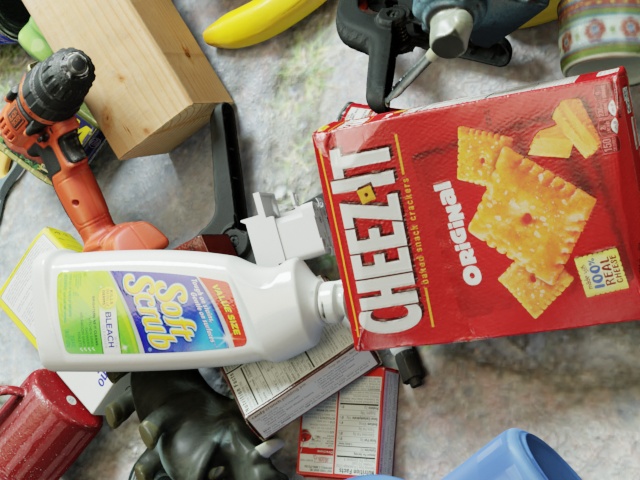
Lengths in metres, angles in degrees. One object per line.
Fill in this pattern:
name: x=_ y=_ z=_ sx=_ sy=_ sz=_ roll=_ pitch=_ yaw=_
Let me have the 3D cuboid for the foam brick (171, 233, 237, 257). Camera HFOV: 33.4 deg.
foam brick: x=-0.092 y=0.039 z=0.878 sx=0.053 sy=0.051 sz=0.078 roll=-26 pitch=80 yaw=19

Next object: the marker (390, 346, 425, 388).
marker: x=0.054 y=0.060 z=0.841 sx=0.020 sy=0.020 sz=0.121 roll=-32 pitch=64 yaw=22

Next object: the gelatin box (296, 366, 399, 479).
gelatin box: x=0.022 y=0.143 z=0.836 sx=0.073 sy=0.030 sz=0.089 roll=-3 pitch=77 yaw=30

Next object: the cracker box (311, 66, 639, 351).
cracker box: x=0.115 y=-0.018 z=0.737 sx=0.214 sy=0.072 sz=0.164 roll=-9 pitch=99 yaw=19

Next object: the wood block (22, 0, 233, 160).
wood block: x=-0.180 y=-0.185 z=0.958 sx=0.090 sy=0.090 sz=0.206 roll=-33 pitch=86 yaw=21

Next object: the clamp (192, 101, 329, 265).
clamp: x=-0.056 y=0.001 z=0.912 sx=0.165 sy=0.036 sz=0.210 roll=22 pitch=94 yaw=27

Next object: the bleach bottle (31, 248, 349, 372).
bleach bottle: x=-0.097 y=0.047 z=0.818 sx=0.251 sy=0.068 sz=0.102 roll=-6 pitch=88 yaw=20

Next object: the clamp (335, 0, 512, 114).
clamp: x=0.072 y=-0.167 z=0.851 sx=0.120 sy=0.039 sz=0.171 roll=-13 pitch=46 yaw=-9

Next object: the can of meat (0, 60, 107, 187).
can of meat: x=-0.258 y=-0.108 z=1.032 sx=0.102 sy=0.057 sz=0.084 roll=37 pitch=106 yaw=-9

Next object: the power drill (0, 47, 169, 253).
power drill: x=-0.203 y=-0.063 z=0.921 sx=0.185 sy=0.057 sz=0.187 roll=-19 pitch=98 yaw=61

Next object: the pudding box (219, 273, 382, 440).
pudding box: x=-0.021 y=0.089 z=0.836 sx=0.113 sy=0.039 sz=0.090 roll=-35 pitch=42 yaw=1

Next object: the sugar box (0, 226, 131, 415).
sugar box: x=-0.224 y=0.074 z=0.998 sx=0.176 sy=0.048 sz=0.093 roll=41 pitch=100 yaw=28

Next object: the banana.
banana: x=-0.024 y=-0.223 z=0.946 sx=0.198 sy=0.037 sz=0.069 roll=-37 pitch=38 yaw=17

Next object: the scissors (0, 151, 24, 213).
scissors: x=-0.356 y=-0.040 z=1.123 sx=0.096 sy=0.016 sz=0.202 roll=21 pitch=91 yaw=35

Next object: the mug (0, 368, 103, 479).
mug: x=-0.260 y=0.165 z=0.961 sx=0.081 sy=0.117 sz=0.093 roll=-49 pitch=35 yaw=8
